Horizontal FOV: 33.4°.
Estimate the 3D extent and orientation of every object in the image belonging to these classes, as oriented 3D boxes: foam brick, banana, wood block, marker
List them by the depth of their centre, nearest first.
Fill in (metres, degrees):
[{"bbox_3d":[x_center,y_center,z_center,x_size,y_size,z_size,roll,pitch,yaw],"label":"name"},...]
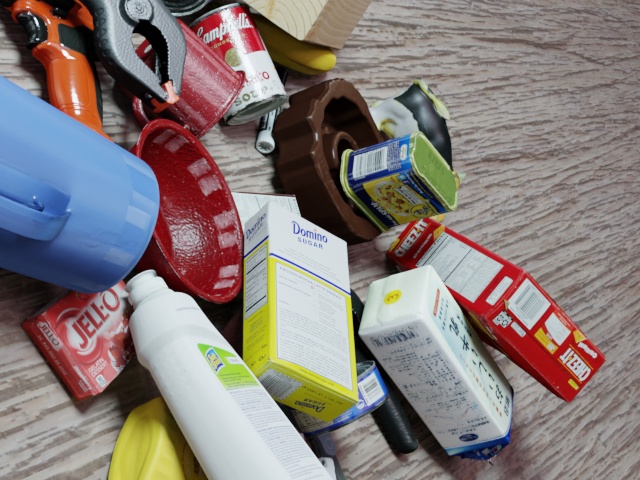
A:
[{"bbox_3d":[-0.049,0.077,0.943,0.051,0.053,0.078,45,34,1],"label":"foam brick"},{"bbox_3d":[-0.009,-0.264,1.115,0.090,0.091,0.206,36,13,5],"label":"wood block"},{"bbox_3d":[-0.050,-0.141,1.123,0.020,0.020,0.121,40,41,-33],"label":"marker"},{"bbox_3d":[-0.033,-0.214,1.164,0.197,0.037,0.070,16,33,-51],"label":"banana"}]

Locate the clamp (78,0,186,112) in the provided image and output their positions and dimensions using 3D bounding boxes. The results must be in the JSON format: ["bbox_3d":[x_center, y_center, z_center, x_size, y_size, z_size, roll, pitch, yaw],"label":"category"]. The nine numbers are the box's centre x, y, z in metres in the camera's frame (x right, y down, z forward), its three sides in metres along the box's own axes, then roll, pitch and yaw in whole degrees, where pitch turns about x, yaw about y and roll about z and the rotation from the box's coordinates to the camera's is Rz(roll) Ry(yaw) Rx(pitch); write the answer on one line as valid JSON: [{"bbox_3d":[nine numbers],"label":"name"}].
[{"bbox_3d":[-0.152,-0.194,0.881,0.120,0.039,0.171,-34,102,-29],"label":"clamp"}]

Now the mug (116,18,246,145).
[{"bbox_3d":[-0.131,-0.135,0.950,0.081,0.093,0.117,41,51,-24],"label":"mug"}]

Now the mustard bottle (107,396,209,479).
[{"bbox_3d":[-0.075,0.206,0.828,0.191,0.058,0.096,41,33,-32],"label":"mustard bottle"}]

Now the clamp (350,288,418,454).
[{"bbox_3d":[0.041,0.113,1.069,0.209,0.036,0.164,35,43,-42],"label":"clamp"}]

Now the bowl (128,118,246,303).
[{"bbox_3d":[-0.126,-0.017,0.888,0.162,0.055,0.162,52,27,-40],"label":"bowl"}]

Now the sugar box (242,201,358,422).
[{"bbox_3d":[-0.019,0.058,0.903,0.093,0.048,0.176,29,36,-29],"label":"sugar box"}]

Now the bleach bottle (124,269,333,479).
[{"bbox_3d":[-0.067,0.129,0.792,0.251,0.068,0.102,54,12,18],"label":"bleach bottle"}]

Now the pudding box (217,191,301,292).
[{"bbox_3d":[-0.057,0.001,1.006,0.113,0.039,0.090,3,66,-55],"label":"pudding box"}]

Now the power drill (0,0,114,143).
[{"bbox_3d":[-0.226,-0.149,0.850,0.184,0.057,0.187,23,52,-46],"label":"power drill"}]

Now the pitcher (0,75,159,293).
[{"bbox_3d":[-0.224,-0.046,0.703,0.242,0.145,0.149,28,50,-41],"label":"pitcher"}]

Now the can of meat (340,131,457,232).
[{"bbox_3d":[0.082,-0.060,1.090,0.102,0.084,0.057,43,43,-43],"label":"can of meat"}]

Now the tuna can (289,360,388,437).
[{"bbox_3d":[0.016,0.140,0.942,0.086,0.086,0.034,-28,93,-57],"label":"tuna can"}]

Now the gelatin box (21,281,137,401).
[{"bbox_3d":[-0.172,0.068,0.810,0.073,0.030,0.089,58,34,-10],"label":"gelatin box"}]

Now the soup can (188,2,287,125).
[{"bbox_3d":[-0.082,-0.173,1.055,0.068,0.069,0.102,-18,84,-56],"label":"soup can"}]

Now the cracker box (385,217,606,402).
[{"bbox_3d":[0.185,0.070,1.160,0.164,0.072,0.214,43,-4,-30],"label":"cracker box"}]
